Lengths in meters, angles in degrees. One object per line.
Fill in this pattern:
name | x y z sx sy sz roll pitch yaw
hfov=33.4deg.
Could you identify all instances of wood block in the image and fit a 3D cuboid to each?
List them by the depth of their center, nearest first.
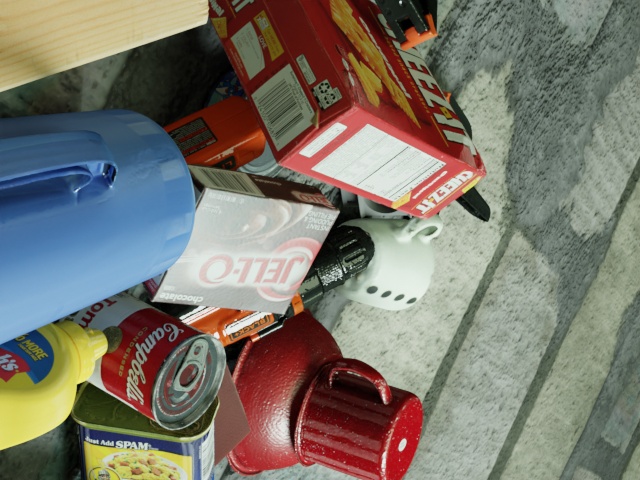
wood block | -0.160 -0.141 0.554 0.205 0.090 0.091 -31 134 -44

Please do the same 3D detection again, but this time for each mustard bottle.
mustard bottle | -0.202 0.087 0.625 0.191 0.096 0.058 -19 124 -50

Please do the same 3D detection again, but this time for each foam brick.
foam brick | -0.098 0.129 0.831 0.052 0.051 0.078 -38 123 -39

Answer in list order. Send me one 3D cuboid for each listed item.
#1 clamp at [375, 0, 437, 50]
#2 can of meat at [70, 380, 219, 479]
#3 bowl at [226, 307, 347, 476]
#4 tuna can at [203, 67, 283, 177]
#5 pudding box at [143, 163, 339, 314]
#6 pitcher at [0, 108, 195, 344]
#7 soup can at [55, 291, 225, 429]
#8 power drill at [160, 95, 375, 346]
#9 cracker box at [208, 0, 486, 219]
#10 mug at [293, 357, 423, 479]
clamp | 0.055 -0.227 0.806 0.120 0.039 0.171 -16 88 -52
can of meat | -0.126 0.150 0.773 0.057 0.102 0.084 -73 168 -58
bowl | -0.021 0.137 0.941 0.161 0.055 0.162 -38 135 -52
tuna can | -0.051 -0.088 0.801 0.086 0.034 0.086 -33 135 -42
pudding box | -0.055 0.001 0.712 0.113 0.039 0.090 10 118 -37
pitcher | -0.174 -0.009 0.569 0.242 0.149 0.145 -21 126 -53
soup can | -0.124 0.077 0.728 0.068 0.102 0.068 -33 134 -42
power drill | -0.055 -0.008 0.772 0.184 0.057 0.187 -28 132 -12
cracker box | 0.020 -0.115 0.764 0.072 0.164 0.213 -36 155 22
mug | 0.035 0.148 0.896 0.093 0.082 0.117 -44 140 -48
